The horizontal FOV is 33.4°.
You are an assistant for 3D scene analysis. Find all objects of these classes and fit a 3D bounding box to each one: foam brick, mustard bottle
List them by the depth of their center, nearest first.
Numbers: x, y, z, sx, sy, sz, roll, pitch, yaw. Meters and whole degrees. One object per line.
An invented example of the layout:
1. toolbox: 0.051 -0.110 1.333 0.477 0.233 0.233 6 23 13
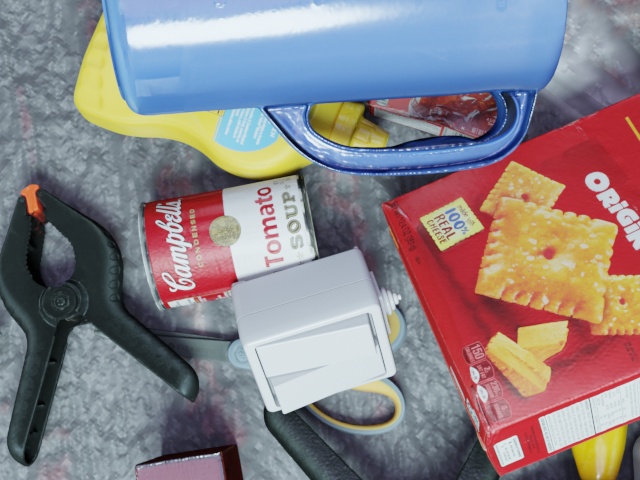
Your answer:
1. foam brick: -0.075 0.152 0.634 0.051 0.078 0.053 -10 81 2
2. mustard bottle: -0.049 -0.091 0.670 0.191 0.058 0.096 20 79 5

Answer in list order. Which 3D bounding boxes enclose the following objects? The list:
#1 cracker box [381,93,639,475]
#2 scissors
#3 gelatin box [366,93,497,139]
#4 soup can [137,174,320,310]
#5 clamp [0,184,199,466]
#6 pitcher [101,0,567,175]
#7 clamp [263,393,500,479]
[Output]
1. cracker box: 0.163 0.012 0.606 0.214 0.072 0.164 -23 55 4
2. scissors: -0.034 0.056 0.674 0.202 0.016 0.096 24 84 5
3. gelatin box: 0.082 -0.105 0.680 0.089 0.030 0.073 18 84 4
4. soup can: -0.054 0.001 0.656 0.102 0.068 0.068 -10 83 0
5. clamp: -0.162 0.050 0.660 0.120 0.039 0.171 -28 71 -8
6. pitcher: 0.006 -0.126 0.595 0.242 0.145 0.149 -8 55 -4
7. clamp: 0.067 0.168 0.608 0.164 0.036 0.210 -14 65 -2
